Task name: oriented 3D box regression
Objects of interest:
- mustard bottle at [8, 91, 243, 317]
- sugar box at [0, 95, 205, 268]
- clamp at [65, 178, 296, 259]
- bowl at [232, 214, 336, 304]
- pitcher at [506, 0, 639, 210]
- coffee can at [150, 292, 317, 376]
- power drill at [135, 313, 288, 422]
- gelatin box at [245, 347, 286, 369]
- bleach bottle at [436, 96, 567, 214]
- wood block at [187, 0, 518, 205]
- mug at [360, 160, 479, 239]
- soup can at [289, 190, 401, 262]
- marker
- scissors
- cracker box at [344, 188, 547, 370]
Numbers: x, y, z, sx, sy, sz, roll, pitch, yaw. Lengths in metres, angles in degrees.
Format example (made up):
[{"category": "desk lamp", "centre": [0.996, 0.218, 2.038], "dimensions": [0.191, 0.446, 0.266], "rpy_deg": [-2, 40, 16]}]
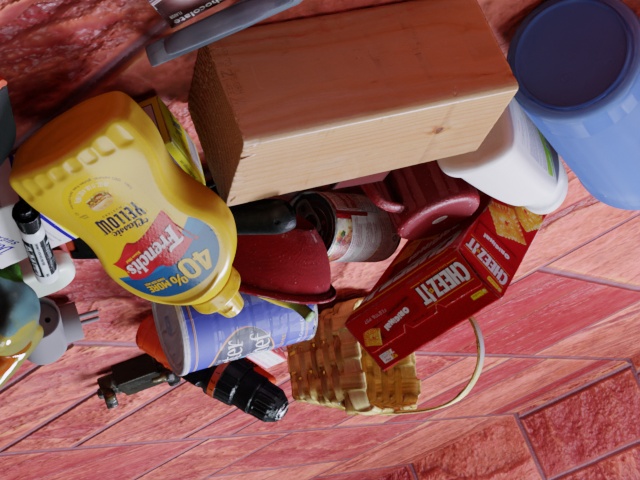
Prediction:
[{"category": "mustard bottle", "centre": [-0.113, -0.009, 0.728], "dimensions": [0.096, 0.058, 0.191], "rpy_deg": [-27, 128, 17]}, {"category": "sugar box", "centre": [-0.180, -0.040, 0.781], "dimensions": [0.176, 0.048, 0.093], "rpy_deg": [-19, 160, 4]}, {"category": "clamp", "centre": [-0.103, -0.026, 0.851], "dimensions": [0.210, 0.036, 0.164], "rpy_deg": [-12, -161, 16]}, {"category": "bowl", "centre": [-0.056, 0.001, 0.920], "dimensions": [0.161, 0.162, 0.055], "rpy_deg": [4, 107, -50]}, {"category": "pitcher", "centre": [0.254, -0.114, 0.898], "dimensions": [0.149, 0.145, 0.242], "rpy_deg": [-28, 156, 21]}, {"category": "coffee can", "centre": [-0.087, 0.067, 1.064], "dimensions": [0.140, 0.103, 0.103], "rpy_deg": [-14, 159, -21]}, {"category": "power drill", "centre": [-0.104, 0.150, 1.191], "dimensions": [0.057, 0.184, 0.187], "rpy_deg": [-57, 166, -8]}, {"category": "gelatin box", "centre": [-0.072, 0.102, 1.209], "dimensions": [0.030, 0.073, 0.089], "rpy_deg": [-25, 159, 7]}, {"category": "bleach bottle", "centre": [0.172, -0.072, 0.948], "dimensions": [0.068, 0.102, 0.250], "rpy_deg": [-16, 158, 24]}, {"category": "wood block", "centre": [0.020, -0.102, 0.759], "dimensions": [0.205, 0.090, 0.091], "rpy_deg": [-13, 158, -21]}, {"category": "mug", "centre": [0.084, -0.053, 0.959], "dimensions": [0.117, 0.081, 0.093], "rpy_deg": [-4, 153, -40]}, {"category": "soup can", "centre": [0.022, -0.012, 1.023], "dimensions": [0.102, 0.068, 0.069], "rpy_deg": [1, 150, -48]}, {"category": "marker", "centre": [-0.205, 0.002, 0.770], "dimensions": [0.020, 0.020, 0.121], "rpy_deg": [-17, 160, -13]}, {"category": "scissors", "centre": [-0.017, -0.151, 0.650], "dimensions": [0.202, 0.016, 0.096], "rpy_deg": [-23, -168, 6]}, {"category": "cracker box", "centre": [0.133, 0.016, 1.067], "dimensions": [0.164, 0.072, 0.213], "rpy_deg": [-39, -174, 39]}]
